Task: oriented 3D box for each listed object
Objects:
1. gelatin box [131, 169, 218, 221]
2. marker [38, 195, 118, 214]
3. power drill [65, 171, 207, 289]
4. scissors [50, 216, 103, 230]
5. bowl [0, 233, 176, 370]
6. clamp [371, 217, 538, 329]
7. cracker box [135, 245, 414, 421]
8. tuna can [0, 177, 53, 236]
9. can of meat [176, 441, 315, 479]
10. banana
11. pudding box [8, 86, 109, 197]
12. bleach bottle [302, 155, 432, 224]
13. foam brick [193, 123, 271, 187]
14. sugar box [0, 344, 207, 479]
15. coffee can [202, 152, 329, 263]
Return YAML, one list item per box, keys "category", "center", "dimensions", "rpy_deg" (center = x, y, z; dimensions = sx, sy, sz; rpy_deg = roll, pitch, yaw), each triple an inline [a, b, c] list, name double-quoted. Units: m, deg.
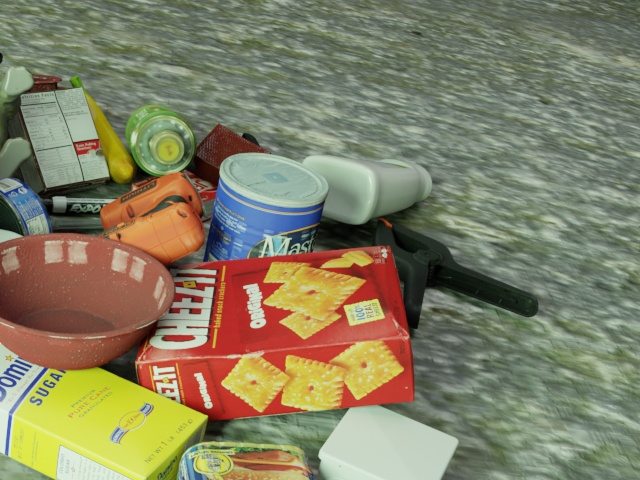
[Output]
- category: "gelatin box"
  center: [-0.156, -0.048, 1.189]
  dimensions: [0.073, 0.030, 0.089]
  rpy_deg: [27, 29, 25]
- category: "marker"
  center: [-0.253, -0.037, 1.132]
  dimensions: [0.120, 0.020, 0.020]
  rpy_deg: [1, 29, -25]
- category: "power drill"
  center: [-0.184, 0.003, 0.988]
  dimensions: [0.184, 0.057, 0.187]
  rpy_deg: [-22, 16, 8]
- category: "scissors"
  center: [-0.297, -0.024, 1.086]
  dimensions: [0.201, 0.016, 0.096]
  rpy_deg: [-12, 36, -42]
- category: "bowl"
  center: [-0.196, 0.054, 0.832]
  dimensions: [0.162, 0.055, 0.162]
  rpy_deg: [9, 26, -5]
- category: "clamp"
  center: [0.109, 0.034, 1.150]
  dimensions: [0.164, 0.036, 0.210]
  rpy_deg: [-6, 30, -36]
- category: "cracker box"
  center: [-0.036, 0.073, 0.893]
  dimensions: [0.213, 0.072, 0.164]
  rpy_deg: [-5, 26, 2]
- category: "tuna can"
  center: [-0.287, -0.014, 0.987]
  dimensions: [0.086, 0.086, 0.033]
  rpy_deg: [28, 36, 26]
- category: "can of meat"
  center: [-0.048, 0.186, 0.742]
  dimensions: [0.102, 0.057, 0.084]
  rpy_deg: [7, 24, -16]
- category: "banana"
  center: [-0.251, -0.113, 1.237]
  dimensions: [0.037, 0.069, 0.198]
  rpy_deg: [-33, 50, -6]
- category: "pudding box"
  center: [-0.287, -0.107, 1.158]
  dimensions: [0.089, 0.113, 0.039]
  rpy_deg: [-16, -5, -45]
- category: "bleach bottle"
  center: [0.074, -0.066, 1.274]
  dimensions: [0.103, 0.068, 0.250]
  rpy_deg: [18, 13, 28]
- category: "foam brick"
  center: [-0.099, -0.085, 1.214]
  dimensions: [0.078, 0.051, 0.053]
  rpy_deg: [31, 65, 22]
- category: "sugar box"
  center: [-0.183, 0.132, 0.794]
  dimensions: [0.176, 0.048, 0.093]
  rpy_deg: [23, 27, 15]
- category: "coffee can"
  center: [-0.057, 0.001, 1.013]
  dimensions: [0.102, 0.140, 0.103]
  rpy_deg: [11, 26, -6]
